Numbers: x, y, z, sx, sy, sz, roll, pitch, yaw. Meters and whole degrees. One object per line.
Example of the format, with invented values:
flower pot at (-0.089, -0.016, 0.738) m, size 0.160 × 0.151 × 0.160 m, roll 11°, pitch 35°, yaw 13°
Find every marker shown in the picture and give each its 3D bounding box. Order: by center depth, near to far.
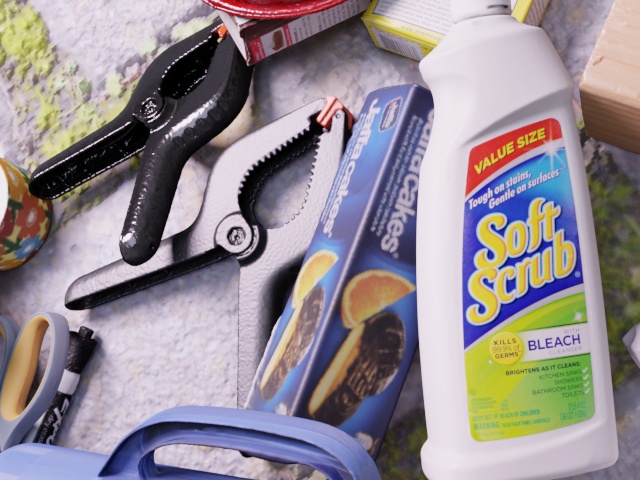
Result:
marker at (-0.171, 0.110, 0.668) m, size 0.020 × 0.020 × 0.121 m, roll 23°, pitch 86°, yaw 20°

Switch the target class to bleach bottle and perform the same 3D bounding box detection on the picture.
bleach bottle at (0.088, -0.006, 0.547) m, size 0.102 × 0.068 × 0.251 m, roll -8°, pitch 92°, yaw -6°

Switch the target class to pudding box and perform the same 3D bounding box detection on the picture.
pudding box at (-0.030, -0.173, 0.654) m, size 0.090 × 0.039 × 0.113 m, roll -27°, pitch 60°, yaw -3°

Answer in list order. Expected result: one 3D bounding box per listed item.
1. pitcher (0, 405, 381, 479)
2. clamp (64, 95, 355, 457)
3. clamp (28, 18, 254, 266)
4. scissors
pitcher at (-0.073, 0.172, 0.567) m, size 0.243 × 0.145 × 0.149 m, roll 8°, pitch 63°, yaw 21°
clamp at (-0.054, 0.001, 0.645) m, size 0.165 × 0.036 × 0.210 m, roll 28°, pitch 89°, yaw 21°
clamp at (-0.094, -0.064, 0.654) m, size 0.171 × 0.039 × 0.120 m, roll -47°, pitch 56°, yaw -2°
scissors at (-0.212, 0.132, 0.665) m, size 0.096 × 0.016 × 0.202 m, roll 25°, pitch 91°, yaw 42°
